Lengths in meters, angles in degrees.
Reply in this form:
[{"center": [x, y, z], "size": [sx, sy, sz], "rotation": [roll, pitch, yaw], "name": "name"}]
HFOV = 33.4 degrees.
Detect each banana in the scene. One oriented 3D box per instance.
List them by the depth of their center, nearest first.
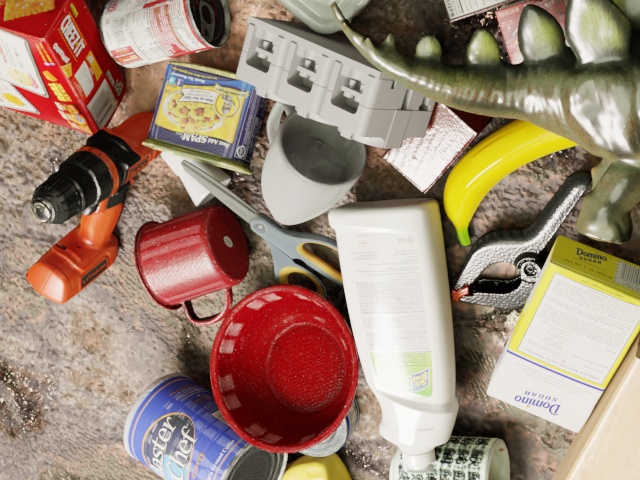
[{"center": [0.170, -0.070, 0.914], "size": [0.069, 0.037, 0.198], "rotation": [31, 130, -27], "name": "banana"}]

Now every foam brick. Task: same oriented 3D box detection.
[{"center": [0.101, -0.090, 0.925], "size": [0.051, 0.052, 0.078], "rotation": [42, 121, 3], "name": "foam brick"}]

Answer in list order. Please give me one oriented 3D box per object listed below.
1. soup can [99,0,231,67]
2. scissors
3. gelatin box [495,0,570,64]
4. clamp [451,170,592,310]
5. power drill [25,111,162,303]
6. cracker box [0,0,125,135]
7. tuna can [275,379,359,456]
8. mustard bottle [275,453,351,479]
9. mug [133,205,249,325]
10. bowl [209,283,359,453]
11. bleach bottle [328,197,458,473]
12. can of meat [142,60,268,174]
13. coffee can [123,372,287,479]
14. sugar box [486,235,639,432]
[{"center": [-0.143, -0.200, 0.980], "size": [0.102, 0.068, 0.068], "rotation": [-8, 108, 27], "name": "soup can"}, {"center": [-0.057, 0.001, 1.034], "size": [0.201, 0.016, 0.096], "rotation": [26, 128, -2], "name": "scissors"}, {"center": [0.196, -0.167, 0.863], "size": [0.089, 0.030, 0.073], "rotation": [-14, 105, 29], "name": "gelatin box"}, {"center": [0.188, 0.007, 0.934], "size": [0.172, 0.039, 0.120], "rotation": [-15, 106, 26], "name": "clamp"}, {"center": [-0.229, -0.024, 1.039], "size": [0.057, 0.184, 0.188], "rotation": [38, 131, 6], "name": "power drill"}, {"center": [-0.307, -0.193, 1.012], "size": [0.214, 0.072, 0.164], "rotation": [19, 158, 17], "name": "cracker box"}, {"center": [-0.005, 0.179, 1.099], "size": [0.086, 0.033, 0.086], "rotation": [9, 115, 21], "name": "tuna can"}, {"center": [-0.055, 0.287, 1.153], "size": [0.192, 0.058, 0.096], "rotation": [-16, 102, 29], "name": "mustard bottle"}, {"center": [-0.120, 0.026, 1.051], "size": [0.082, 0.093, 0.117], "rotation": [-18, 85, 24], "name": "mug"}, {"center": [-0.026, 0.124, 1.045], "size": [0.162, 0.055, 0.162], "rotation": [-3, 84, 26], "name": "bowl"}, {"center": [0.071, 0.090, 0.981], "size": [0.103, 0.068, 0.251], "rotation": [-2, 99, 24], "name": "bleach bottle"}, {"center": [-0.104, -0.115, 0.989], "size": [0.102, 0.057, 0.084], "rotation": [15, 90, 14], "name": "can of meat"}, {"center": [-0.119, 0.213, 1.103], "size": [0.140, 0.102, 0.103], "rotation": [26, 121, 33], "name": "coffee can"}, {"center": [0.216, 0.084, 0.927], "size": [0.093, 0.048, 0.176], "rotation": [23, 136, 7], "name": "sugar box"}]
